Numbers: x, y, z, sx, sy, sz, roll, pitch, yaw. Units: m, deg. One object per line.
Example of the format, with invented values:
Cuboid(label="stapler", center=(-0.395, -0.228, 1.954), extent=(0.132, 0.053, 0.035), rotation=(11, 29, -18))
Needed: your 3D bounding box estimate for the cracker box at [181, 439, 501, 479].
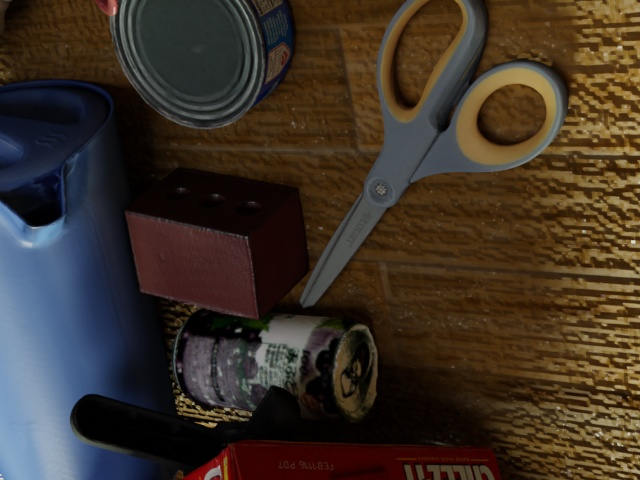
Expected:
Cuboid(label="cracker box", center=(-0.027, 0.172, 0.569), extent=(0.214, 0.163, 0.072), rotation=(-41, 51, 44))

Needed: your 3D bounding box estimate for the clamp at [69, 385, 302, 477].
Cuboid(label="clamp", center=(-0.057, 0.116, 0.581), extent=(0.120, 0.039, 0.171), rotation=(4, 152, 13))

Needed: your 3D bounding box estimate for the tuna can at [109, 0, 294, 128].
Cuboid(label="tuna can", center=(-0.056, -0.099, 0.510), extent=(0.086, 0.033, 0.086), rotation=(15, 125, 23))

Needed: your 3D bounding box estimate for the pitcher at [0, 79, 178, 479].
Cuboid(label="pitcher", center=(-0.158, 0.038, 0.606), extent=(0.145, 0.149, 0.243), rotation=(-1, 122, 14))

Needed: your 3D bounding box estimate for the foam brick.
Cuboid(label="foam brick", center=(-0.054, 0.001, 0.557), extent=(0.078, 0.052, 0.051), rotation=(11, 123, 25))

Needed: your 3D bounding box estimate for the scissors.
Cuboid(label="scissors", center=(0.050, -0.024, 0.504), extent=(0.096, 0.016, 0.202), rotation=(26, 128, 15))
